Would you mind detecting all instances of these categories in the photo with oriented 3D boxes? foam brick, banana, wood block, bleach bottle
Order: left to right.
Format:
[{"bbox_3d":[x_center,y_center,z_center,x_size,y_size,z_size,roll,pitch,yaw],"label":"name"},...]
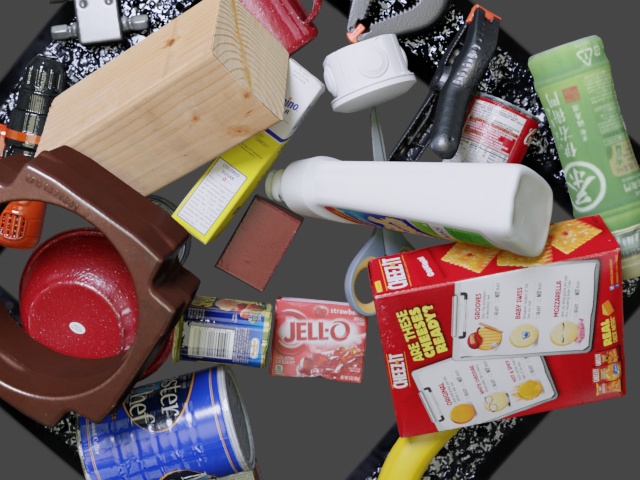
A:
[{"bbox_3d":[-0.137,-0.114,0.917,0.206,0.091,0.090,-26,130,29],"label":"wood block"},{"bbox_3d":[-0.057,0.001,0.996,0.051,0.053,0.078,30,93,-1],"label":"foam brick"},{"bbox_3d":[0.066,-0.037,0.933,0.251,0.102,0.068,7,81,32],"label":"bleach bottle"},{"bbox_3d":[0.087,0.236,1.018,0.069,0.037,0.198,28,94,0],"label":"banana"}]

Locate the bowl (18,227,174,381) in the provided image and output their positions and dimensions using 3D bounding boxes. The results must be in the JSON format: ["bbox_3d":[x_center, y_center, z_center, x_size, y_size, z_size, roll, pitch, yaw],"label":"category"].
[{"bbox_3d":[-0.214,0.072,0.981,0.162,0.055,0.162,4,108,11],"label":"bowl"}]

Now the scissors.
[{"bbox_3d":[0.047,-0.017,0.997,0.096,0.016,0.202,-22,94,-25],"label":"scissors"}]

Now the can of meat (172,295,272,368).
[{"bbox_3d":[-0.088,0.083,0.979,0.084,0.102,0.057,6,94,-2],"label":"can of meat"}]

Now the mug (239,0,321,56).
[{"bbox_3d":[-0.047,-0.203,0.959,0.117,0.093,0.081,-30,99,31],"label":"mug"}]

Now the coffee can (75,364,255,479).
[{"bbox_3d":[-0.141,0.179,0.985,0.140,0.103,0.103,-15,94,2],"label":"coffee can"}]

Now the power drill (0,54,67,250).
[{"bbox_3d":[-0.335,-0.095,0.992,0.187,0.057,0.184,12,94,0],"label":"power drill"}]

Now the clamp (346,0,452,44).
[{"bbox_3d":[0.109,-0.254,0.984,0.164,0.036,0.210,38,96,-1],"label":"clamp"}]

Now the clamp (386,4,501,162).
[{"bbox_3d":[0.114,-0.132,0.972,0.039,0.120,0.171,33,67,-18],"label":"clamp"}]

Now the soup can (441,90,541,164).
[{"bbox_3d":[0.150,-0.077,0.980,0.068,0.068,0.102,24,94,-1],"label":"soup can"}]

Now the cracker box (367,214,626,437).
[{"bbox_3d":[0.160,0.078,0.963,0.213,0.072,0.164,-11,120,2],"label":"cracker box"}]

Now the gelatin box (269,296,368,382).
[{"bbox_3d":[-0.002,0.094,1.013,0.089,0.030,0.073,5,93,0],"label":"gelatin box"}]

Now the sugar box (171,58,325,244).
[{"bbox_3d":[-0.063,-0.080,0.971,0.048,0.093,0.176,39,94,-3],"label":"sugar box"}]
